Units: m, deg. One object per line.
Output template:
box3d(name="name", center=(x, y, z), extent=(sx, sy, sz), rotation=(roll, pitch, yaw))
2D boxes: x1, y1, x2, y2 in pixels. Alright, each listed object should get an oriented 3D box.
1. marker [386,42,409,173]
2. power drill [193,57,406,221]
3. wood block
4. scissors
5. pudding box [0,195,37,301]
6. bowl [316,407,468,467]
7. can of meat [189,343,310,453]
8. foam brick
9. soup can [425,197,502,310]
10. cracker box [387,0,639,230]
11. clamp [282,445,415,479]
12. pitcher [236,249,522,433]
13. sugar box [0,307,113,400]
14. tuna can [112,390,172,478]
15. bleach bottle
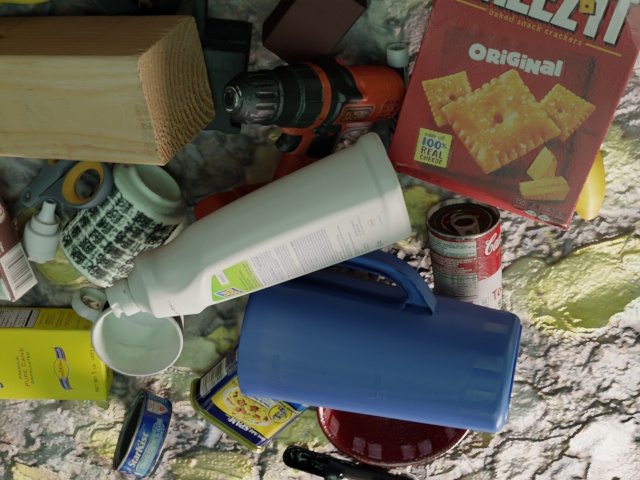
box3d(name="marker", center=(0.069, -0.114, 0.941), extent=(0.020, 0.020, 0.121), rotation=(-3, 123, 2))
box3d(name="power drill", center=(-0.034, -0.072, 0.891), extent=(0.184, 0.057, 0.188), rotation=(-8, 147, -42))
box3d(name="wood block", center=(-0.200, -0.123, 0.851), extent=(0.206, 0.090, 0.090), rotation=(5, 124, 24))
box3d(name="scissors", center=(-0.249, -0.031, 0.962), extent=(0.202, 0.096, 0.016), rotation=(-48, 149, 23))
box3d(name="pudding box", center=(-0.323, 0.001, 0.982), extent=(0.090, 0.039, 0.113), rotation=(2, 121, 28))
box3d(name="bowl", center=(0.076, 0.155, 1.090), extent=(0.162, 0.055, 0.162), rotation=(0, 122, 0))
box3d(name="can of meat", center=(-0.068, 0.156, 1.090), extent=(0.102, 0.057, 0.084), rotation=(39, 112, -22))
box3d(name="foam brick", center=(-0.006, -0.184, 0.877), extent=(0.051, 0.053, 0.078), rotation=(32, 117, -19))
box3d(name="soup can", center=(0.135, 0.020, 0.998), extent=(0.068, 0.068, 0.102), rotation=(-6, 123, 3))
box3d(name="cracker box", center=(0.161, -0.134, 0.860), extent=(0.164, 0.072, 0.214), rotation=(22, 117, 10))
box3d(name="clamp", center=(0.044, 0.255, 1.148), extent=(0.171, 0.120, 0.039), rotation=(24, 85, -31))
box3d(name="pitcher", center=(0.054, 0.089, 0.957), extent=(0.243, 0.145, 0.149), rotation=(10, 168, 12))
box3d(name="sugar box", center=(-0.302, 0.114, 1.069), extent=(0.176, 0.048, 0.093), rotation=(-1, 122, -1))
box3d(name="tuna can", center=(-0.183, 0.200, 1.101), extent=(0.033, 0.086, 0.086), rotation=(22, 120, -16))
box3d(name="bleach bottle", center=(-0.056, 0.001, 0.864), extent=(0.251, 0.068, 0.102), rotation=(-21, 149, 1))
